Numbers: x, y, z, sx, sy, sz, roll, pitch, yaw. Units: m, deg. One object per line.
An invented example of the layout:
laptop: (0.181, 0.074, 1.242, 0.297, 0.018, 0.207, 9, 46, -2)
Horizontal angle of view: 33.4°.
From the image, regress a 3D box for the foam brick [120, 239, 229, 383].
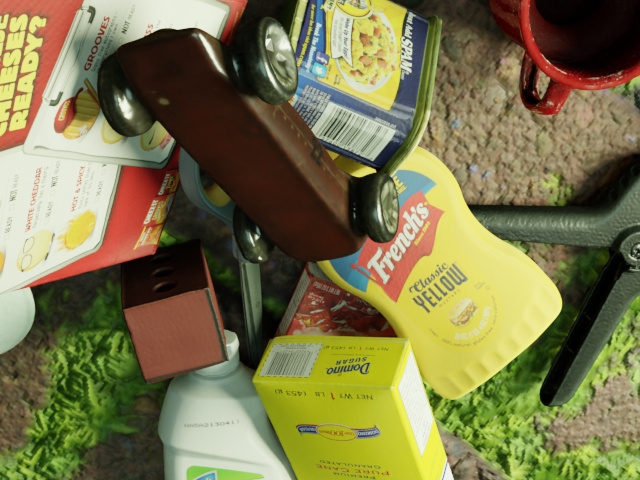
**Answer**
foam brick: (-0.088, 0.041, 0.642, 0.053, 0.078, 0.051, -15, 114, -5)

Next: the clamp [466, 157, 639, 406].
clamp: (0.190, -0.004, 0.691, 0.210, 0.036, 0.164, -37, 112, 9)

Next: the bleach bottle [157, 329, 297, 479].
bleach bottle: (-0.051, 0.177, 0.714, 0.102, 0.068, 0.251, -7, 111, -7)

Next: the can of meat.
can of meat: (0.015, -0.095, 0.590, 0.084, 0.102, 0.058, 22, 143, -14)

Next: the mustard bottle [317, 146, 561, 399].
mustard bottle: (0.049, -0.002, 0.642, 0.096, 0.058, 0.191, -42, 95, 13)

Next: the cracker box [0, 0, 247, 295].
cracker box: (-0.138, -0.063, 0.522, 0.072, 0.213, 0.164, 30, 110, 19)

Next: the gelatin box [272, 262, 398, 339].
gelatin box: (0.019, 0.063, 0.694, 0.089, 0.030, 0.073, 19, 108, -16)

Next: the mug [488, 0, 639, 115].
mug: (0.141, -0.129, 0.606, 0.093, 0.081, 0.117, 9, 110, -13)

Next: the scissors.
scissors: (-0.054, 0.001, 0.636, 0.016, 0.096, 0.202, 18, 113, 28)

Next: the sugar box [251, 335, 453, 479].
sugar box: (0.029, 0.136, 0.679, 0.093, 0.048, 0.176, -1, 129, 25)
